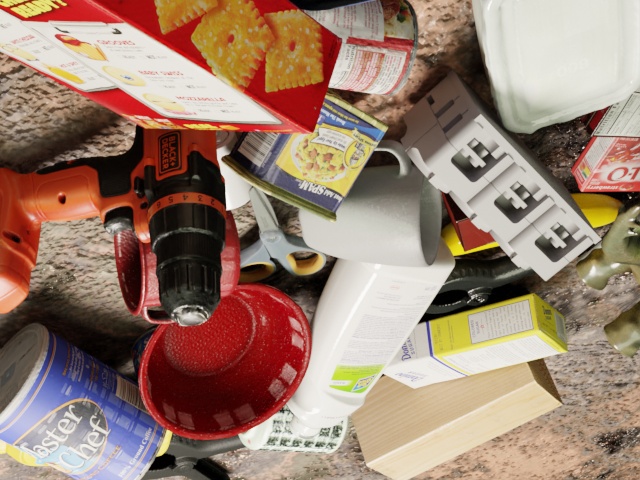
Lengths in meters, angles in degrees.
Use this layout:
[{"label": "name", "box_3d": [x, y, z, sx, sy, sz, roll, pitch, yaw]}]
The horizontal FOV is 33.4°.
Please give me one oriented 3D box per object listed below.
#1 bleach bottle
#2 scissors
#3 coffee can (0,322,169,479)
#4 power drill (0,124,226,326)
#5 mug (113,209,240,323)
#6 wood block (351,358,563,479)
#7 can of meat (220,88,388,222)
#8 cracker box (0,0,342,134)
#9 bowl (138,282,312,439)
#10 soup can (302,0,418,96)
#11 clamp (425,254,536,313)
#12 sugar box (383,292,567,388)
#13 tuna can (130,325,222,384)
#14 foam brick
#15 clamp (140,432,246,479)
[{"label": "bleach bottle", "box_3d": [0.025, 0.093, 0.993, 0.102, 0.068, 0.251, 7, 127, -31]}, {"label": "scissors", "box_3d": [-0.056, 0.001, 0.884, 0.096, 0.016, 0.201, -19, 158, 15]}, {"label": "coffee can", "box_3d": [-0.220, 0.151, 0.947, 0.103, 0.103, 0.140, -38, 122, 26]}, {"label": "power drill", "box_3d": [-0.153, -0.008, 0.741, 0.188, 0.184, 0.057, -15, 145, 13]}, {"label": "mug", "box_3d": [-0.115, 0.019, 0.851, 0.081, 0.093, 0.117, -6, 125, -23]}, {"label": "wood block", "box_3d": [0.144, 0.175, 1.171, 0.206, 0.091, 0.090, -30, 143, 17]}, {"label": "can of meat", "box_3d": [-0.009, -0.071, 0.782, 0.101, 0.058, 0.084, 22, 103, -47]}, {"label": "cracker box", "box_3d": [-0.118, -0.132, 0.603, 0.164, 0.072, 0.213, 8, 166, 44]}, {"label": "bowl", "box_3d": [-0.091, 0.098, 0.960, 0.161, 0.055, 0.162, -11, 120, -21]}, {"label": "soup can", "box_3d": [0.005, -0.136, 0.715, 0.102, 0.068, 0.069, 4, 140, -26]}, {"label": "clamp", "box_3d": [0.158, 0.036, 1.033, 0.171, 0.039, 0.120, -3, 144, -24]}, {"label": "sugar box", "box_3d": [0.152, 0.104, 1.080, 0.176, 0.048, 0.093, -15, 154, 26]}, {"label": "tuna can", "box_3d": [-0.137, 0.114, 1.023, 0.086, 0.034, 0.086, -11, 144, -8]}, {"label": "foam brick", "box_3d": [0.149, -0.034, 0.924, 0.078, 0.053, 0.051, -20, 144, 3]}, {"label": "clamp", "box_3d": [-0.143, 0.229, 1.172, 0.209, 0.036, 0.165, 15, 134, -36]}]
